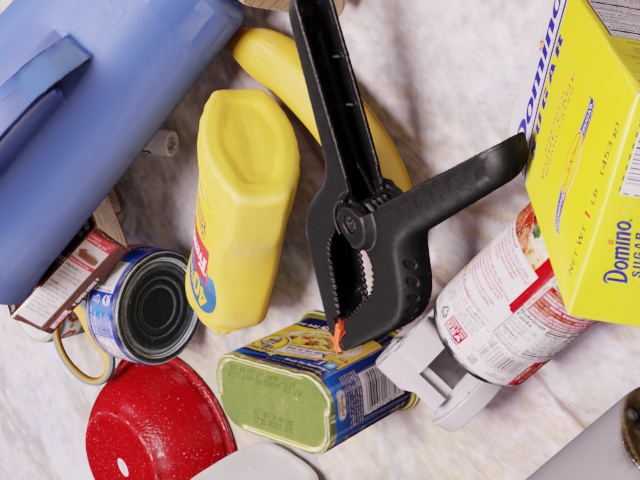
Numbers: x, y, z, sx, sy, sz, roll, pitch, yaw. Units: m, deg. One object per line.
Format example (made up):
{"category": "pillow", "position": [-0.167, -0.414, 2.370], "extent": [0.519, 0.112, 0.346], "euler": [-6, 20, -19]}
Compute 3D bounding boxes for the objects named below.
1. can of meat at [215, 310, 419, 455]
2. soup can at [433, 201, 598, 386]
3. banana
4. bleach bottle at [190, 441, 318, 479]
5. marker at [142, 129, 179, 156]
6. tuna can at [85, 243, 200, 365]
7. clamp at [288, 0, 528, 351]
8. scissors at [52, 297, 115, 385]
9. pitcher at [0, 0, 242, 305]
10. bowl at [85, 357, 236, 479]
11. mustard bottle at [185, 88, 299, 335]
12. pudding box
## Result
{"category": "can of meat", "position": [-0.003, 0.088, 0.670], "extent": [0.102, 0.083, 0.057], "euler": [8, 110, 42]}
{"category": "soup can", "position": [0.113, 0.023, 0.548], "extent": [0.068, 0.068, 0.102], "euler": [54, 134, 16]}
{"category": "banana", "position": [0.006, -0.062, 0.642], "extent": [0.070, 0.037, 0.198], "euler": [-42, 75, 43]}
{"category": "bleach bottle", "position": [-0.067, 0.274, 0.783], "extent": [0.068, 0.102, 0.251], "euler": [28, 121, 29]}
{"category": "marker", "position": [-0.160, -0.078, 0.785], "extent": [0.121, 0.020, 0.020], "euler": [9, 112, 24]}
{"category": "tuna can", "position": [-0.126, 0.047, 0.773], "extent": [0.034, 0.085, 0.086], "euler": [9, 110, 40]}
{"category": "clamp", "position": [0.035, -0.013, 0.569], "extent": [0.165, 0.036, 0.210], "euler": [40, 140, 40]}
{"category": "scissors", "position": [-0.190, 0.013, 0.830], "extent": [0.096, 0.016, 0.202], "euler": [-19, 92, 2]}
{"category": "pitcher", "position": [-0.164, -0.084, 0.654], "extent": [0.243, 0.144, 0.149], "euler": [-47, 48, 10]}
{"category": "bowl", "position": [-0.138, 0.170, 0.850], "extent": [0.162, 0.055, 0.162], "euler": [17, 116, 39]}
{"category": "mustard bottle", "position": [-0.055, 0.001, 0.687], "extent": [0.192, 0.058, 0.096], "euler": [103, 157, -50]}
{"category": "pudding box", "position": [-0.189, 0.000, 0.765], "extent": [0.090, 0.039, 0.114], "euler": [-47, 42, 10]}
